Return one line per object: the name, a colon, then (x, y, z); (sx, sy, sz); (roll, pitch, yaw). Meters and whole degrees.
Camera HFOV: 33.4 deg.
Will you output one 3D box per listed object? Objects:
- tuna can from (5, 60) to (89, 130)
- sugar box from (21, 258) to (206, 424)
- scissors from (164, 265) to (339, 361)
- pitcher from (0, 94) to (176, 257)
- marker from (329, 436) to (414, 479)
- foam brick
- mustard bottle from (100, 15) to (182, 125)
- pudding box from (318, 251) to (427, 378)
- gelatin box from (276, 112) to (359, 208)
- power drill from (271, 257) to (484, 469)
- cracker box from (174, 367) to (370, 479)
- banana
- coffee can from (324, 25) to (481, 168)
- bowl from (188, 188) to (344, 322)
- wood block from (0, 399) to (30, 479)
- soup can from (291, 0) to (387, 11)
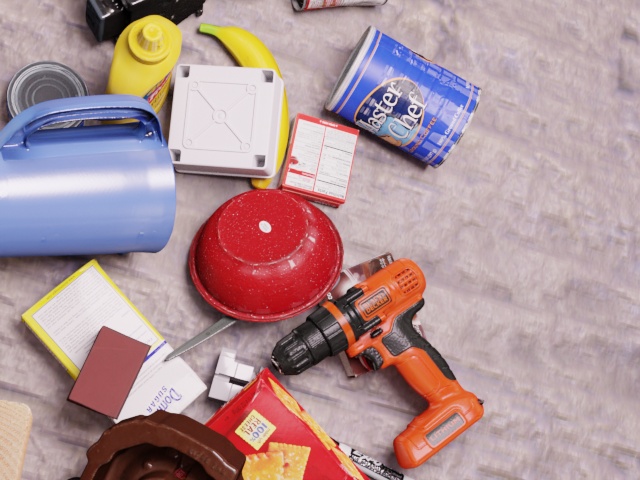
tuna can: (-0.283, -0.143, 1.110); (0.086, 0.034, 0.086); (3, 78, -13)
sugar box: (-0.207, 0.114, 1.070); (0.093, 0.048, 0.176); (-41, 94, -18)
scissors: (-0.079, 0.058, 1.105); (0.201, 0.016, 0.096); (-21, 42, -11)
pitcher: (-0.265, -0.053, 1.005); (0.242, 0.145, 0.149); (-5, 90, -31)
marker: (0.044, 0.234, 1.120); (0.121, 0.020, 0.020); (29, 73, -7)
foam brick: (-0.201, 0.127, 1.017); (0.051, 0.053, 0.078); (26, 77, -9)
mustard bottle: (-0.176, -0.171, 1.059); (0.058, 0.192, 0.096); (34, 72, -5)
pudding box: (0.052, 0.080, 1.144); (0.090, 0.039, 0.113); (-21, 84, -17)
gelatin box: (-0.003, -0.087, 1.171); (0.073, 0.030, 0.089); (14, 76, -12)
power drill: (0.065, 0.135, 1.088); (0.184, 0.057, 0.187); (-33, 92, -15)
cracker box: (-0.043, 0.259, 1.039); (0.164, 0.072, 0.213); (-42, 90, 5)
banana: (-0.070, -0.155, 1.167); (0.069, 0.037, 0.198); (-20, 81, 4)
coffee can: (0.090, -0.156, 1.170); (0.140, 0.103, 0.102); (28, 73, -7)
bowl: (-0.057, 0.001, 1.090); (0.162, 0.055, 0.162); (-1, 56, 1)
wood block: (-0.308, 0.187, 0.944); (0.090, 0.206, 0.091); (12, 76, -12)
soup can: (0.022, -0.295, 1.200); (0.102, 0.069, 0.068); (-7, 80, -16)
